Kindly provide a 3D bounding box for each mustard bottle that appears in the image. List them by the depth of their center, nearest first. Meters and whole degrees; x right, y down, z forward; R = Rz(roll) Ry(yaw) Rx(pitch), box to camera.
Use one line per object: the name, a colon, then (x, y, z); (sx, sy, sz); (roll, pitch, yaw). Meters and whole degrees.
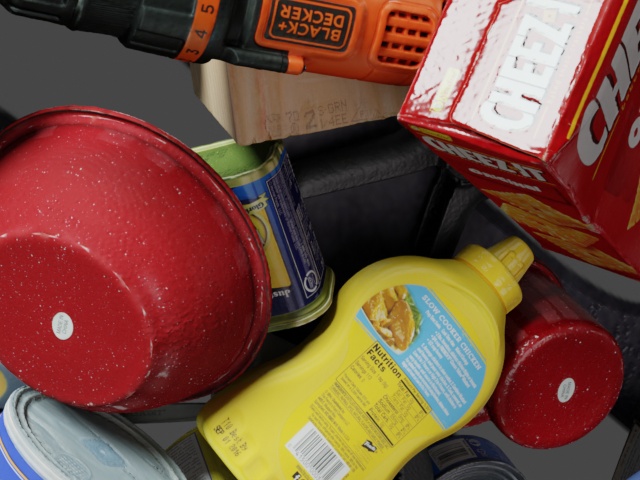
mustard bottle: (0.036, 0.065, 0.548); (0.191, 0.058, 0.096); (-41, 102, -11)

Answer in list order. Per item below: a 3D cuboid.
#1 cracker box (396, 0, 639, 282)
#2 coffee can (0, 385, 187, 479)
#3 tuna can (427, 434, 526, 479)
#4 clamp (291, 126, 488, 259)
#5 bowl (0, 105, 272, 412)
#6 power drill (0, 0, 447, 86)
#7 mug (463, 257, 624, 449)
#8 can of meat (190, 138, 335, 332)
cracker box: (0.131, -0.084, 0.478); (0.213, 0.072, 0.164); (28, 84, -61)
coffee can: (-0.142, 0.155, 0.515); (0.102, 0.103, 0.140); (32, 98, -28)
tuna can: (0.088, 0.167, 0.677); (0.086, 0.034, 0.086); (-7, 115, -16)
clamp: (0.061, -0.048, 0.570); (0.120, 0.039, 0.171); (35, 95, -33)
bowl: (-0.106, 0.023, 0.488); (0.162, 0.055, 0.162); (10, 122, 16)
power drill: (-0.020, -0.153, 0.380); (0.184, 0.057, 0.188); (5, 114, -26)
mug: (0.109, 0.071, 0.613); (0.117, 0.081, 0.093); (-25, 119, -7)
can of meat: (-0.054, 0.001, 0.530); (0.102, 0.057, 0.084); (-13, 117, 13)
